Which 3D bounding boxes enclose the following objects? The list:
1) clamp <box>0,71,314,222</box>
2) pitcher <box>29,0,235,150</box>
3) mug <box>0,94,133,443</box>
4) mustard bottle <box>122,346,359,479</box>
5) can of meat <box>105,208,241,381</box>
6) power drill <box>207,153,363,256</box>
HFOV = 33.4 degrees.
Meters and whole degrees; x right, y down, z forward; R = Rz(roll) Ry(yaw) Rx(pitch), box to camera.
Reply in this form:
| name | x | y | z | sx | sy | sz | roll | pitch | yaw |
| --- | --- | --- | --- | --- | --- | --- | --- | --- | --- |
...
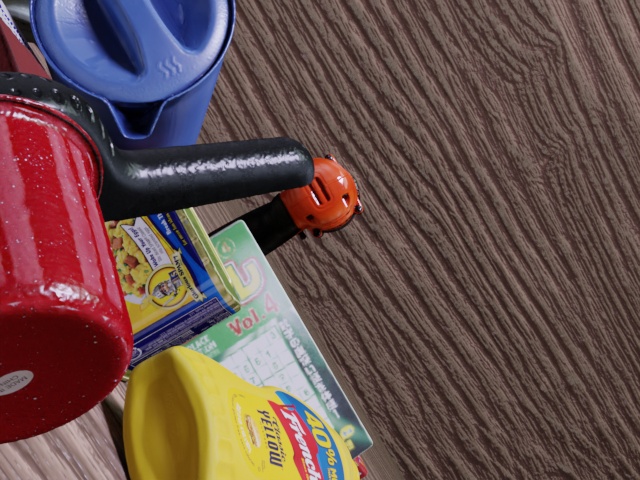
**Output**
| name | x | y | z | sx | sy | sz | roll | pitch | yaw |
| --- | --- | --- | --- | --- | --- | --- | --- | --- | --- |
| clamp | -0.113 | -0.003 | 0.436 | 0.209 | 0.165 | 0.036 | 21 | 23 | -51 |
| pitcher | -0.140 | -0.137 | 0.808 | 0.145 | 0.149 | 0.243 | 41 | -16 | 1 |
| mug | -0.117 | 0.011 | 0.341 | 0.117 | 0.093 | 0.081 | 16 | 39 | -42 |
| mustard bottle | -0.030 | 0.128 | 0.607 | 0.191 | 0.058 | 0.096 | 34 | 32 | -54 |
| can of meat | -0.105 | 0.018 | 0.636 | 0.102 | 0.084 | 0.057 | 60 | 1 | 16 |
| power drill | -0.055 | 0.001 | 0.794 | 0.057 | 0.187 | 0.184 | 59 | 2 | 4 |
